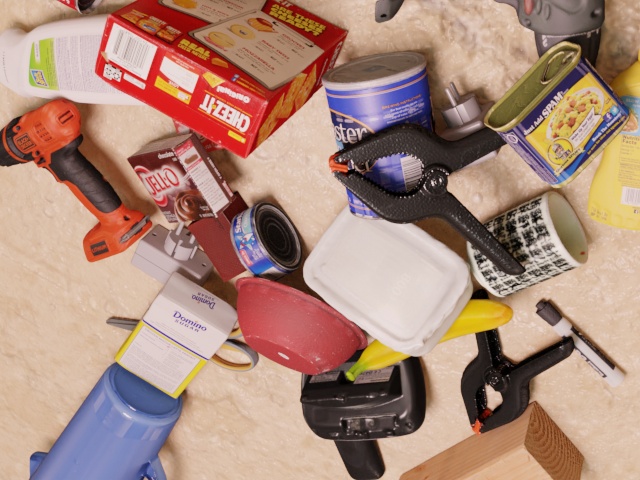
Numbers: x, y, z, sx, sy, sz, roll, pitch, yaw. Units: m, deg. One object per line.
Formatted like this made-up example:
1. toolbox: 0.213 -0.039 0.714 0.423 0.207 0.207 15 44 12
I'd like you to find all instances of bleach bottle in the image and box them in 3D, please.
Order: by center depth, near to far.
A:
1. bleach bottle: -0.265 -0.201 1.154 0.251 0.068 0.102 8 106 26

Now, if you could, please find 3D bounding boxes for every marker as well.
1. marker: 0.273 0.108 1.128 0.121 0.020 0.020 44 122 -3

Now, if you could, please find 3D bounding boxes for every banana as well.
1. banana: 0.120 0.100 1.135 0.198 0.069 0.037 -27 114 26

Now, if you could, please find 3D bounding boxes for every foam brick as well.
1. foam brick: -0.100 -0.005 1.199 0.053 0.051 0.078 -26 104 28

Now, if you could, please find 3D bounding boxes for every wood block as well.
1. wood block: 0.183 0.281 1.206 0.206 0.090 0.091 -37 99 31

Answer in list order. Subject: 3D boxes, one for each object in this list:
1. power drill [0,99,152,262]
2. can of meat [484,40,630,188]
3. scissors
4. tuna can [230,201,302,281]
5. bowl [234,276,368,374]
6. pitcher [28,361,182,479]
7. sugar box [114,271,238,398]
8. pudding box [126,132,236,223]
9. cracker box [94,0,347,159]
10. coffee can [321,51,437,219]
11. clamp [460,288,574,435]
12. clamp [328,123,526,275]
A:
1. power drill: -0.291 -0.064 1.222 0.185 0.057 0.187 -13 118 52
2. can of meat: 0.211 -0.110 0.943 0.102 0.057 0.084 -46 110 5
3. scissors: -0.166 0.100 1.294 0.202 0.016 0.096 21 123 10
4. tuna can: -0.058 0.001 1.165 0.034 0.086 0.086 -28 102 28
5. bowl: -0.032 0.103 1.170 0.162 0.055 0.162 23 161 8
6. pitcher: -0.264 0.274 1.355 0.149 0.145 0.243 19 123 -27
7. sugar box: -0.170 0.113 1.251 0.093 0.048 0.176 33 137 -8
8. pudding box: -0.153 -0.067 1.166 0.114 0.039 0.090 -6 122 53
9. cracker box: -0.089 -0.177 1.015 0.164 0.213 0.072 29 123 6
10. coffee can: 0.065 -0.104 1.056 0.103 0.102 0.140 -3 113 22
11. clamp: 0.190 0.135 1.162 0.120 0.039 0.172 41 127 22
12. clamp: 0.114 -0.067 0.996 0.210 0.036 0.165 14 102 -4
